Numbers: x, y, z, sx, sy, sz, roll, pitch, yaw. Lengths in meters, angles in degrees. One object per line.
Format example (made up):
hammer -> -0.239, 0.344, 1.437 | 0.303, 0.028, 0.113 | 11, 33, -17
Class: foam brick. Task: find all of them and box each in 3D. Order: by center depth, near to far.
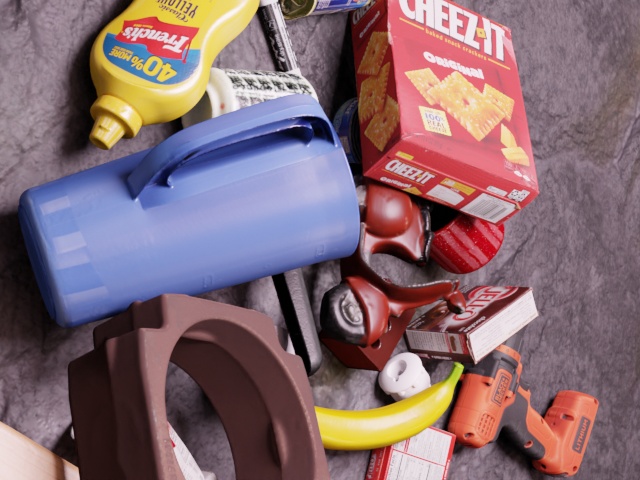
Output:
foam brick -> 0.046, 0.080, 1.032 | 0.053, 0.051, 0.078 | 48, 59, -29

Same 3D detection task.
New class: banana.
banana -> 0.047, 0.166, 1.018 | 0.197, 0.037, 0.069 | -11, 100, -21

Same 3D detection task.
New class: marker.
marker -> -0.034, -0.177, 0.996 | 0.020, 0.020, 0.121 | -29, 107, -38

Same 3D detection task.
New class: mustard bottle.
mustard bottle -> -0.132, -0.153, 0.869 | 0.096, 0.058, 0.191 | 26, 68, 5

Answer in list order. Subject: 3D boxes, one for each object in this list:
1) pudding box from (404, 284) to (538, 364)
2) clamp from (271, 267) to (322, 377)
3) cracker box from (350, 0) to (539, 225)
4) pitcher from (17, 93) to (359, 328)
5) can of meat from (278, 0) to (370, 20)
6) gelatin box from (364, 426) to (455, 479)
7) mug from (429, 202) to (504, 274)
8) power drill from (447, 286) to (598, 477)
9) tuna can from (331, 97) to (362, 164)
pudding box -> 0.156, 0.084, 1.101 | 0.113, 0.090, 0.039 | -32, 109, -37
clamp -> -0.056, 0.001, 0.937 | 0.164, 0.036, 0.210 | 23, 56, -14
cracker box -> 0.117, -0.138, 1.022 | 0.164, 0.072, 0.213 | 18, 52, -28
pitcher -> -0.100, -0.024, 0.815 | 0.242, 0.145, 0.149 | -18, 108, -19
can of meat -> -0.001, -0.263, 1.004 | 0.083, 0.058, 0.102 | -17, 99, -42
gelatin box -> 0.091, 0.221, 1.079 | 0.089, 0.030, 0.073 | 25, 73, -35
mug -> 0.142, -0.027, 1.090 | 0.117, 0.093, 0.081 | -49, 127, -2
power drill -> 0.230, 0.167, 1.186 | 0.187, 0.057, 0.184 | 35, 70, -31
tuna can -> 0.050, -0.102, 1.055 | 0.085, 0.034, 0.086 | 2, 87, -41
